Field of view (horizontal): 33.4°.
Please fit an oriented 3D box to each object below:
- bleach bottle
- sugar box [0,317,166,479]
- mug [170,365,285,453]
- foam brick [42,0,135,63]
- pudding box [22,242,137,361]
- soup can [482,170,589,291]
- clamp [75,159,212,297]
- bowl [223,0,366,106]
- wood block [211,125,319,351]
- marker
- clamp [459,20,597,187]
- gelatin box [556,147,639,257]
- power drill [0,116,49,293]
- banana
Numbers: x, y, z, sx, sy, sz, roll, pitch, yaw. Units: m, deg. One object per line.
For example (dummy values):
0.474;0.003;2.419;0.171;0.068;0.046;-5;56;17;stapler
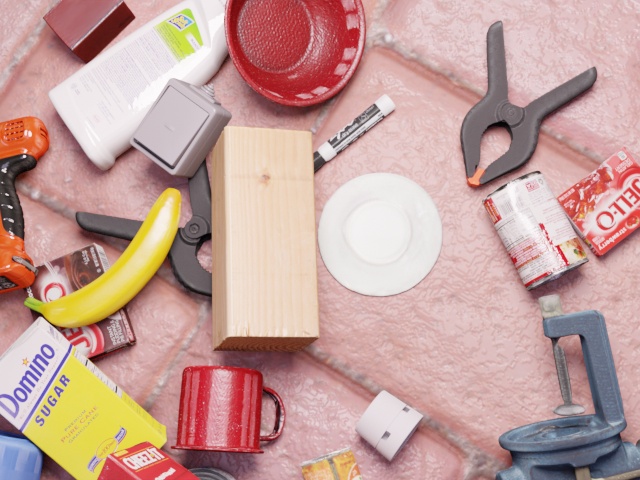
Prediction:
-0.157;-0.186;1.128;0.251;0.068;0.102;-35;83;-2;bleach bottle
-0.248;0.170;1.068;0.176;0.048;0.093;44;89;-14;sugar box
-0.089;0.170;1.064;0.117;0.093;0.081;8;77;-24;mug
-0.248;-0.240;1.149;0.078;0.053;0.051;-44;80;-2;foam brick
-0.253;0.071;1.114;0.090;0.039;0.113;-22;80;4;pudding box
0.212;-0.010;1.057;0.068;0.068;0.102;-26;80;2;soup can
-0.127;-0.019;1.113;0.210;0.036;0.164;39;83;7;clamp
-0.035;-0.218;1.099;0.161;0.055;0.162;-3;97;-28;bowl
-0.056;0.001;1.052;0.090;0.090;0.206;2;75;-15;wood block
0.026;-0.108;1.117;0.121;0.020;0.020;-39;80;1;marker
0.204;-0.129;1.090;0.120;0.039;0.171;19;91;13;clamp
0.292;-0.038;1.071;0.089;0.030;0.073;-37;80;1;gelatin box
-0.371;-0.033;1.116;0.184;0.057;0.187;-13;68;11;power drill
-0.207;0.030;1.075;0.198;0.037;0.069;-37;83;1;banana
